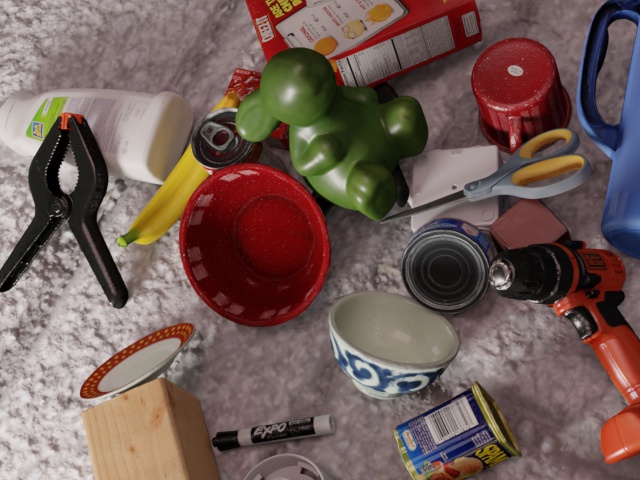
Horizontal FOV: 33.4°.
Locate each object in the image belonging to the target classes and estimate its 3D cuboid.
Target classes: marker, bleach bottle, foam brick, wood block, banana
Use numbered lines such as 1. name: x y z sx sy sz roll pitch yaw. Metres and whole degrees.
1. marker: -0.046 0.184 1.016 0.121 0.020 0.020 -12 65 15
2. bleach bottle: -0.272 -0.133 1.205 0.251 0.068 0.102 13 76 26
3. foam brick: 0.193 0.003 0.973 0.051 0.078 0.053 -39 61 -1
4. wood block: -0.143 0.245 0.984 0.090 0.090 0.206 -24 63 9
5. banana: -0.142 -0.067 1.127 0.037 0.069 0.198 35 86 -3

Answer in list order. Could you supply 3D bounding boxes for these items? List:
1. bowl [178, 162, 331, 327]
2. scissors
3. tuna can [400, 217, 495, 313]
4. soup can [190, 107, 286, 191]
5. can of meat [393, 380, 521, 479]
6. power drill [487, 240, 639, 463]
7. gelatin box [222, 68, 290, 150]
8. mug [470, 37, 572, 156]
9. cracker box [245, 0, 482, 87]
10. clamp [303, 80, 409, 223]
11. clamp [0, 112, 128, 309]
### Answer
1. bowl: -0.057 0.001 1.055 0.162 0.055 0.162 4 101 20
2. scissors: 0.155 -0.060 0.986 0.202 0.016 0.096 -8 38 34
3. tuna can: 0.118 0.024 0.989 0.086 0.033 0.086 5 110 15
4. soup can: -0.081 -0.083 1.093 0.069 0.102 0.068 -7 66 16
5. can of meat: 0.117 0.172 0.917 0.084 0.102 0.057 -28 62 9
6. power drill: 0.227 0.085 0.881 0.057 0.184 0.188 -39 64 37
7. gelatin box: -0.063 -0.143 1.152 0.089 0.030 0.073 14 74 24
8. mug: 0.190 -0.131 1.028 0.093 0.081 0.117 0 68 19
9. cracker box: 0.041 -0.237 1.111 0.214 0.072 0.164 -22 52 5
10. clamp: 0.039 -0.091 1.081 0.120 0.039 0.171 -14 49 27
11. clamp: -0.264 -0.029 1.142 0.165 0.036 0.210 13 96 20
